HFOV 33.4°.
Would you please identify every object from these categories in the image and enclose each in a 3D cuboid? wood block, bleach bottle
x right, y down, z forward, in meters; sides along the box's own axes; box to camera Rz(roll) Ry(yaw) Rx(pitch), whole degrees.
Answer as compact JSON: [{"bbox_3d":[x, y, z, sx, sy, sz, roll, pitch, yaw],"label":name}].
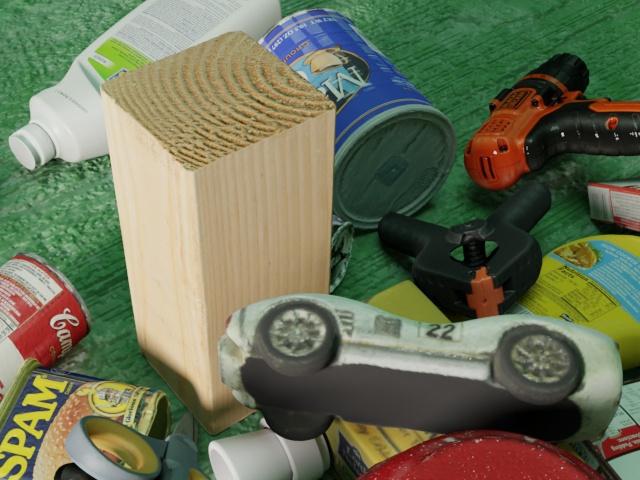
[{"bbox_3d":[-0.054,0.000,0.606,0.090,0.206,0.090,-28,51,-27],"label":"wood block"},{"bbox_3d":[-0.145,-0.138,0.851,0.103,0.068,0.250,31,54,27],"label":"bleach bottle"}]

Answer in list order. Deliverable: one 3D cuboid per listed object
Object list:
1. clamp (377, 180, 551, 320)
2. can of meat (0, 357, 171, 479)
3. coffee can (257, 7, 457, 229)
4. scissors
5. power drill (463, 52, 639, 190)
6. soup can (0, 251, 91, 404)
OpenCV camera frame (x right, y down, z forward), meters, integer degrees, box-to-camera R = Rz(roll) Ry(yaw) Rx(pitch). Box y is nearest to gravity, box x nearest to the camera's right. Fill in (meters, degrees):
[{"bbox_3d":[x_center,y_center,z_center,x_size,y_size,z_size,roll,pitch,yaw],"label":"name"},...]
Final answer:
[{"bbox_3d":[0.106,0.002,0.677,0.120,0.039,0.171,-21,21,1],"label":"clamp"},{"bbox_3d":[-0.137,0.122,0.589,0.084,0.057,0.102,11,45,7],"label":"can of meat"},{"bbox_3d":[0.019,-0.090,0.774,0.102,0.103,0.140,-19,48,-20],"label":"coffee can"},{"bbox_3d":[-0.085,0.098,0.526,0.016,0.096,0.202,-54,19,-1],"label":"scissors"},{"bbox_3d":[0.217,-0.096,0.775,0.188,0.057,0.184,-2,31,37],"label":"power drill"},{"bbox_3d":[-0.197,0.063,0.639,0.069,0.068,0.102,26,50,24],"label":"soup can"}]
